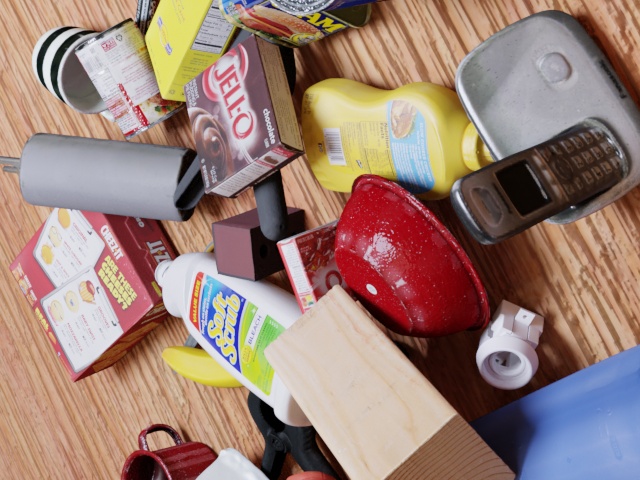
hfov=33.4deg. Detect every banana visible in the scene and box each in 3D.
[{"bbox_3d":[-0.088,0.119,1.104,0.198,0.037,0.069,-24,81,39],"label":"banana"}]

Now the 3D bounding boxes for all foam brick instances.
[{"bbox_3d":[-0.057,0.001,1.007,0.051,0.078,0.053,8,111,39],"label":"foam brick"}]

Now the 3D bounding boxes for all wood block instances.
[{"bbox_3d":[0.046,0.132,0.832,0.090,0.090,0.206,49,179,-34],"label":"wood block"}]

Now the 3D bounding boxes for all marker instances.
[{"bbox_3d":[-0.177,-0.228,1.075,0.020,0.020,0.121,34,126,29],"label":"marker"}]

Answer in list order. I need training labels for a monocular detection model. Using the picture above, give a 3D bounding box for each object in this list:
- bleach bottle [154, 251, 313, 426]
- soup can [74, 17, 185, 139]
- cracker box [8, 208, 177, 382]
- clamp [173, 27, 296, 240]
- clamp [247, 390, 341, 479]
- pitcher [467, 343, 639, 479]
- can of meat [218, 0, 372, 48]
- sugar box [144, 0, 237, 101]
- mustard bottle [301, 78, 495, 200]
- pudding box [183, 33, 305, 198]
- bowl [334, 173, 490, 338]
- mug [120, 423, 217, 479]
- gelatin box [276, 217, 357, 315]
[{"bbox_3d":[-0.081,0.080,1.027,0.251,0.067,0.102,25,103,44],"label":"bleach bottle"},{"bbox_3d":[-0.190,-0.161,1.061,0.069,0.068,0.102,-17,108,45],"label":"soup can"},{"bbox_3d":[-0.251,0.042,1.208,0.214,0.071,0.164,-40,77,43],"label":"cracker box"},{"bbox_3d":[-0.060,-0.105,0.953,0.165,0.036,0.210,27,104,47],"label":"clamp"},{"bbox_3d":[-0.024,0.200,1.066,0.120,0.039,0.171,12,129,31],"label":"clamp"},{"bbox_3d":[0.199,0.172,0.795,0.145,0.149,0.243,48,138,-7],"label":"pitcher"},{"bbox_3d":[-0.022,-0.203,0.884,0.084,0.101,0.057,-10,70,47],"label":"can of meat"},{"bbox_3d":[-0.107,-0.221,0.975,0.176,0.048,0.093,-59,40,40],"label":"sugar box"},{"bbox_3d":[0.073,-0.081,0.868,0.192,0.058,0.096,9,119,41],"label":"mustard bottle"},{"bbox_3d":[-0.066,-0.104,0.906,0.090,0.039,0.113,-31,64,33],"label":"pudding box"},{"bbox_3d":[0.062,0.026,0.870,0.162,0.055,0.162,45,161,19],"label":"bowl"},{"bbox_3d":[-0.168,0.261,1.197,0.093,0.081,0.117,-37,70,37],"label":"mug"},{"bbox_3d":[0.013,0.021,0.941,0.030,0.089,0.073,-15,95,52],"label":"gelatin box"}]
